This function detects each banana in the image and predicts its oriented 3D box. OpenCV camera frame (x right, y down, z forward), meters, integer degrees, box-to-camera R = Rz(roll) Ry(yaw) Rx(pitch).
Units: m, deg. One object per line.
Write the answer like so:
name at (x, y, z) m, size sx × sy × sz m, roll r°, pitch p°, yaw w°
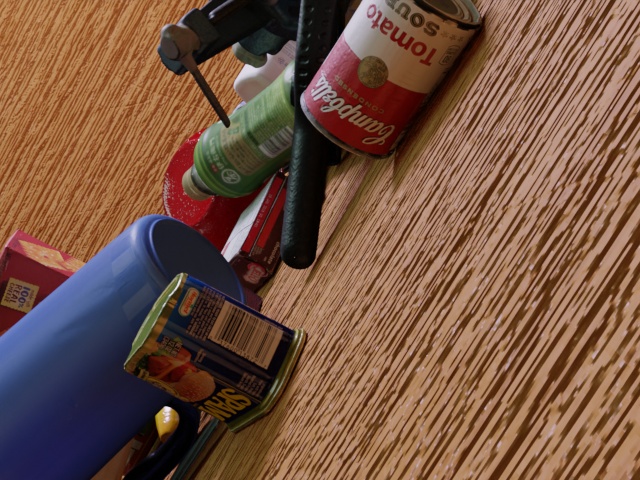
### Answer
banana at (-0.131, 0.141, 0.937) m, size 0.198 × 0.037 × 0.069 m, roll 149°, pitch 131°, yaw -74°

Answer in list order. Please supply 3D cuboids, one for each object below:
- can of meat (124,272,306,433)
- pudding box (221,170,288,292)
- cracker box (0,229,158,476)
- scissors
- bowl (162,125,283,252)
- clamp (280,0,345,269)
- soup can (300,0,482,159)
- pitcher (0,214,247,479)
can of meat at (-0.068, 0.068, 0.653) m, size 0.057 × 0.084 × 0.102 m, roll -65°, pitch 10°, yaw -26°
pudding box at (-0.056, 0.001, 0.935) m, size 0.090 × 0.039 × 0.114 m, roll -65°, pitch 12°, yaw -27°
cracker box at (-0.239, 0.113, 1.038) m, size 0.164 × 0.213 × 0.072 m, roll -59°, pitch 11°, yaw 12°
scissors at (-0.122, 0.205, 0.749) m, size 0.202 × 0.016 × 0.096 m, roll -52°, pitch 15°, yaw 44°
bowl at (-0.110, -0.052, 1.066) m, size 0.162 × 0.055 × 0.162 m, roll -12°, pitch 73°, yaw 45°
clamp at (-0.001, -0.106, 0.753) m, size 0.164 × 0.036 × 0.210 m, roll -75°, pitch -10°, yaw -64°
soup can at (0.042, -0.108, 0.641) m, size 0.102 × 0.068 × 0.068 m, roll -55°, pitch 11°, yaw 30°
pitcher at (-0.162, 0.100, 0.786) m, size 0.243 × 0.145 × 0.149 m, roll -41°, pitch -26°, yaw 20°
